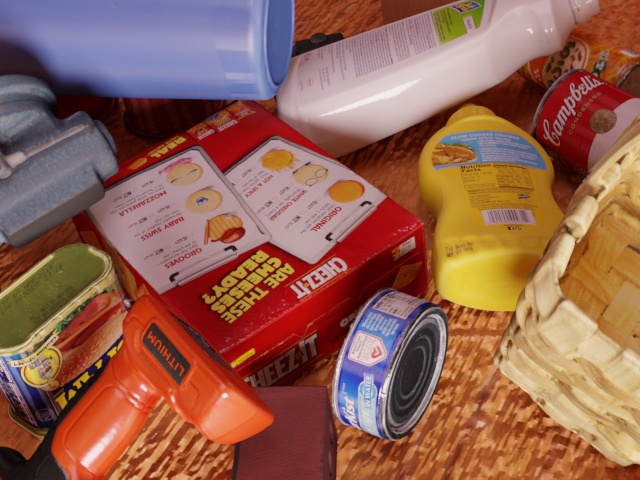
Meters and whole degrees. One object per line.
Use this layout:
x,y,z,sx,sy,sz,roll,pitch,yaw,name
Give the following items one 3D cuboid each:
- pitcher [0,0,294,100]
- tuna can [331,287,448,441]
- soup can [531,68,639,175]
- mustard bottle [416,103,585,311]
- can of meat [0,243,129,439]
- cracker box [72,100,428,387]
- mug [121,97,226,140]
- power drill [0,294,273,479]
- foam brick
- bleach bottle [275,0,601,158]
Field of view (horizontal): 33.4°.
-0.145,-0.178,0.800,0.243,0.149,0.145,6,35,11,pitcher
0.043,0.073,0.627,0.034,0.086,0.086,18,50,27,tuna can
0.210,-0.071,0.755,0.068,0.068,0.102,-34,49,-22,soup can
0.117,-0.036,0.748,0.096,0.058,0.191,-1,42,-2,mustard bottle
-0.167,0.063,0.690,0.058,0.084,0.102,24,52,34,can of meat
-0.055,0.001,0.742,0.164,0.072,0.214,-32,46,-20,cracker box
-0.142,-0.150,0.920,0.093,0.081,0.117,-37,47,-25,mug
-0.116,0.135,0.574,0.187,0.057,0.185,-46,51,-2,power drill
-0.019,0.128,0.606,0.051,0.053,0.078,-5,43,8,foam brick
0.091,-0.138,0.822,0.251,0.068,0.102,-19,40,12,bleach bottle
